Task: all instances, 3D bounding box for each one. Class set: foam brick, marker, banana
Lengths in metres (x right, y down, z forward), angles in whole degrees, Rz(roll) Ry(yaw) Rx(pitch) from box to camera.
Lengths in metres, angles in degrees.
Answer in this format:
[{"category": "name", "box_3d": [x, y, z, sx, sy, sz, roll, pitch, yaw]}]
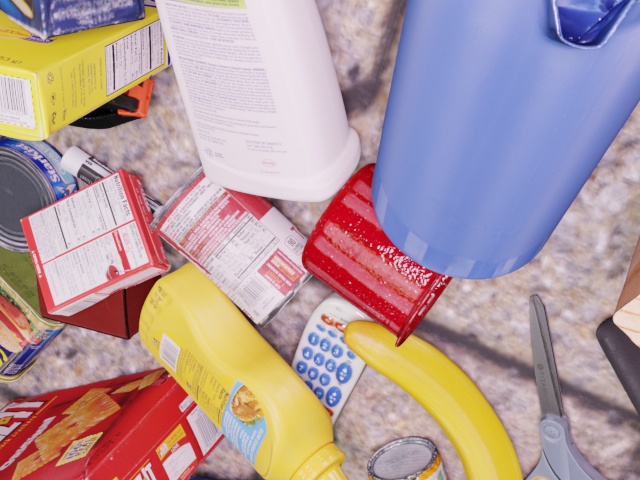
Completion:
[{"category": "foam brick", "box_3d": [-0.165, 0.033, 0.795, 0.078, 0.052, 0.051, 13, 120, 19]}, {"category": "marker", "box_3d": [-0.133, -0.028, 0.769, 0.121, 0.020, 0.020, 33, 125, 6]}, {"category": "banana", "box_3d": [0.088, 0.128, 0.721, 0.198, 0.069, 0.037, 61, 154, -6]}]

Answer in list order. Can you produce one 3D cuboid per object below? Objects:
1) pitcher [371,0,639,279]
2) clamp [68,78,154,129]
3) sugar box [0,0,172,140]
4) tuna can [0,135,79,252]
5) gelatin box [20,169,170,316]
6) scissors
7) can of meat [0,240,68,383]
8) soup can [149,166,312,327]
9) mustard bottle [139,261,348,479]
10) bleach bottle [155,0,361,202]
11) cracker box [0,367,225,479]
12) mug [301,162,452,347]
[{"category": "pitcher", "box_3d": [0.099, -0.095, 0.536, 0.145, 0.149, 0.243, 48, 152, 22]}, {"category": "clamp", "box_3d": [-0.200, -0.104, 0.716, 0.172, 0.120, 0.039, -1, 79, 21]}, {"category": "sugar box", "box_3d": [-0.153, -0.116, 0.635, 0.093, 0.176, 0.048, 14, 123, 18]}, {"category": "tuna can", "box_3d": [-0.224, -0.036, 0.798, 0.086, 0.033, 0.086, 11, 120, 20]}, {"category": "gelatin box", "box_3d": [-0.157, 0.002, 0.743, 0.089, 0.030, 0.073, -25, 75, 13]}, {"category": "scissors", "box_3d": [0.173, 0.136, 0.707, 0.096, 0.016, 0.202, 18, 122, 29]}, {"category": "can of meat", "box_3d": [-0.249, 0.049, 0.842, 0.102, 0.057, 0.084, 46, 123, -3]}, {"category": "soup can", "box_3d": [-0.055, 0.001, 0.717, 0.102, 0.068, 0.069, 43, 125, -1]}, {"category": "mustard bottle", "box_3d": [-0.047, 0.108, 0.740, 0.192, 0.058, 0.096, 45, 145, 20]}, {"category": "bleach bottle", "box_3d": [-0.045, -0.139, 0.599, 0.103, 0.068, 0.251, 10, 136, 24]}, {"category": "cracker box", "box_3d": [-0.196, 0.171, 0.816, 0.214, 0.164, 0.072, -15, 107, 30]}, {"category": "mug", "box_3d": [0.049, -0.004, 0.662, 0.081, 0.093, 0.117, 36, 94, 10]}]
